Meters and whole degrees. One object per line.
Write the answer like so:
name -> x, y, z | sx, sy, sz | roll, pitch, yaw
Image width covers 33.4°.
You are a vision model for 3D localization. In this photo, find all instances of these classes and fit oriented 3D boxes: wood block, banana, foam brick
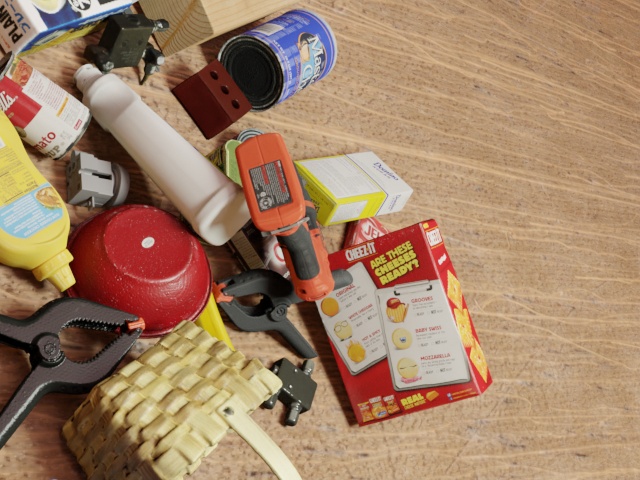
wood block -> -0.126, -0.314, 1.372 | 0.205, 0.091, 0.090 | -38, 107, -51
banana -> -0.123, 0.080, 1.165 | 0.037, 0.070, 0.198 | -7, 59, -35
foam brick -> -0.133, -0.175, 1.320 | 0.078, 0.051, 0.052 | 53, 39, -10

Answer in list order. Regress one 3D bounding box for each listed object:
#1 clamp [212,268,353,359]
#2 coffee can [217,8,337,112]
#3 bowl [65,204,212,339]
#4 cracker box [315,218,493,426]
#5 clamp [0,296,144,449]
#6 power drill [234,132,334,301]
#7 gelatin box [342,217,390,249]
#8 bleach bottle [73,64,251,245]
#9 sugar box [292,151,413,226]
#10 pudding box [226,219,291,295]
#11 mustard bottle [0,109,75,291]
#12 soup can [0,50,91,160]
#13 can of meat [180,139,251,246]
clamp -> -0.043, 0.067, 1.238 | 0.171, 0.120, 0.039 | 23, 9, -37
coffee can -> -0.055, -0.238, 1.403 | 0.103, 0.103, 0.140 | 57, 39, -5
bowl -> -0.183, 0.018, 1.100 | 0.162, 0.055, 0.162 | 12, 52, -16
cracker box -> 0.094, 0.100, 1.292 | 0.072, 0.164, 0.214 | -17, 87, -66
clamp -> -0.259, 0.116, 0.993 | 0.209, 0.036, 0.164 | -7, 75, -34
power drill -> -0.039, -0.042, 1.158 | 0.187, 0.057, 0.184 | 60, 10, -66
gelatin box -> 0.073, 0.011, 1.451 | 0.089, 0.030, 0.073 | 41, 43, -24
bleach bottle -> -0.182, -0.105, 1.159 | 0.251, 0.068, 0.102 | 44, -5, 15
sugar box -> 0.037, -0.071, 1.427 | 0.093, 0.048, 0.175 | 45, 30, 25
pudding box -> -0.059, 0.001, 1.306 | 0.090, 0.039, 0.113 | 56, 40, -9
mustard bottle -> -0.302, -0.033, 1.045 | 0.191, 0.058, 0.096 | 56, 38, -6
soup can -> -0.298, -0.138, 1.105 | 0.102, 0.069, 0.068 | 38, 44, -28
can of meat -> -0.116, -0.057, 1.243 | 0.057, 0.084, 0.102 | 22, 53, -39
